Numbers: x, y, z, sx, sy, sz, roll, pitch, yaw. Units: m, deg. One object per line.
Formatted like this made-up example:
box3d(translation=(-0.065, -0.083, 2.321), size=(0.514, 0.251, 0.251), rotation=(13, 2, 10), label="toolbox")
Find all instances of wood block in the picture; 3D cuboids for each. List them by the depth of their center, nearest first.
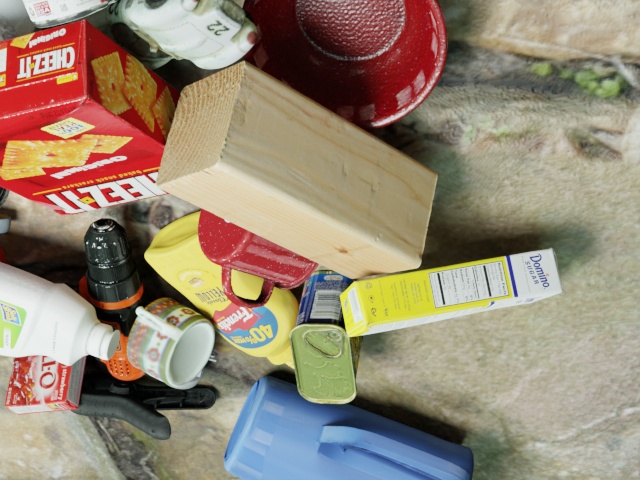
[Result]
box3d(translation=(-0.015, -0.049, 0.855), size=(0.205, 0.090, 0.091), rotation=(26, 156, -34), label="wood block")

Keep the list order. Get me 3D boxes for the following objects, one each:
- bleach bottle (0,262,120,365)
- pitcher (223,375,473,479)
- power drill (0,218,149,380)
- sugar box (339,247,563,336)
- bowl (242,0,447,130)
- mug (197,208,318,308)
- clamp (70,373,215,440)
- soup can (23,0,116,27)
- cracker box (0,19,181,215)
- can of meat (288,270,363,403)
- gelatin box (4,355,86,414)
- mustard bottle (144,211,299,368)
box3d(translation=(-0.309, 0.067, 1.001), size=(0.251, 0.068, 0.103), rotation=(17, 124, 9), label="bleach bottle")
box3d(translation=(0.031, 0.230, 1.104), size=(0.242, 0.145, 0.149), rotation=(24, 108, -4), label="pitcher")
box3d(translation=(-0.258, 0.048, 1.041), size=(0.188, 0.057, 0.184), rotation=(10, 126, 18), label="power drill")
box3d(translation=(0.111, 0.045, 0.934), size=(0.176, 0.048, 0.093), rotation=(-12, 172, -9), label="sugar box")
box3d(translation=(0.020, -0.167, 0.835), size=(0.162, 0.055, 0.162), rotation=(6, 130, 7), label="bowl")
box3d(translation=(-0.056, 0.001, 0.933), size=(0.081, 0.117, 0.093), rotation=(18, 176, -41), label="mug")
box3d(translation=(-0.206, 0.171, 1.119), size=(0.171, 0.120, 0.039), rotation=(4, 95, 10), label="clamp")
box3d(translation=(-0.190, -0.210, 0.754), size=(0.069, 0.068, 0.102), rotation=(-10, 115, 18), label="soup can")
box3d(translation=(-0.201, -0.088, 0.862), size=(0.164, 0.072, 0.213), rotation=(-10, 162, 18), label="cracker box")
box3d(translation=(0.009, 0.091, 1.026), size=(0.057, 0.084, 0.102), rotation=(0, 128, 11), label="can of meat")
box3d(translation=(-0.285, 0.134, 1.114), size=(0.073, 0.089, 0.030), rotation=(-7, 151, 17), label="gelatin box")
box3d(translation=(-0.076, 0.057, 1.031), size=(0.096, 0.058, 0.191), rotation=(-18, 124, 37), label="mustard bottle")
